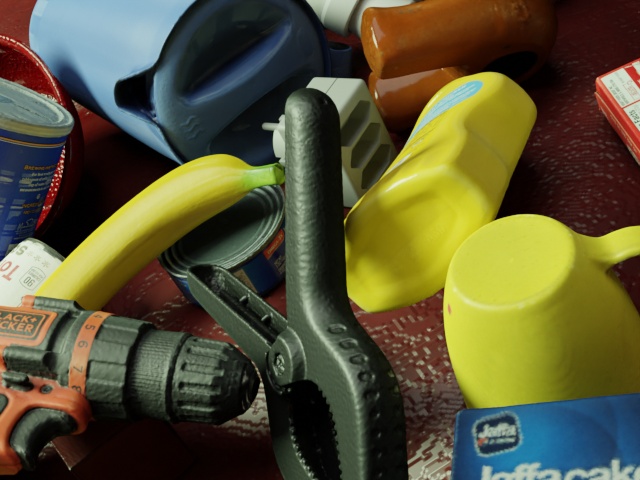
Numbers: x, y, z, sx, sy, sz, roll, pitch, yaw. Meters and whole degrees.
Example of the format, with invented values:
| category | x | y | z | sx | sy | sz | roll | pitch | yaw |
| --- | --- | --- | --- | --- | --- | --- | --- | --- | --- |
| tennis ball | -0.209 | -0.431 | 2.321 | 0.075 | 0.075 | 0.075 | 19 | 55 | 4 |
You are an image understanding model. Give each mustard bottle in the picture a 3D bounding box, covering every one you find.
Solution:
| category | x | y | z | sx | sy | sz | roll | pitch | yaw |
| --- | --- | --- | --- | --- | --- | --- | --- | --- | --- |
| mustard bottle | 0.070 | -0.042 | 0.572 | 0.096 | 0.058 | 0.191 | -46 | 5 | 35 |

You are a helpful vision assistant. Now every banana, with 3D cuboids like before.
| category | x | y | z | sx | sy | sz | roll | pitch | yaw |
| --- | --- | --- | --- | --- | --- | --- | --- | --- | --- |
| banana | -0.111 | 0.008 | 0.610 | 0.197 | 0.037 | 0.070 | -40 | 21 | -8 |

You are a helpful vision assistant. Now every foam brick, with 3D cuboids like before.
| category | x | y | z | sx | sy | sz | roll | pitch | yaw |
| --- | --- | --- | --- | --- | --- | --- | --- | --- | --- |
| foam brick | -0.112 | 0.099 | 0.564 | 0.051 | 0.053 | 0.078 | -40 | 39 | -12 |

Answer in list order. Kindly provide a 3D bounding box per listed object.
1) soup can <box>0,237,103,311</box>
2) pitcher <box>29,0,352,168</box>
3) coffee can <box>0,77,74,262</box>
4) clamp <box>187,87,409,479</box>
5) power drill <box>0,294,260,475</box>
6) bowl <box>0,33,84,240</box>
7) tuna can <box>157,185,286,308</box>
| category | x | y | z | sx | sy | sz | roll | pitch | yaw |
| --- | --- | --- | --- | --- | --- | --- | --- | --- | --- |
| soup can | -0.189 | 0.057 | 0.644 | 0.069 | 0.068 | 0.102 | 18 | 58 | 42 |
| pitcher | -0.103 | -0.132 | 0.762 | 0.243 | 0.149 | 0.145 | 26 | 79 | 49 |
| coffee can | -0.229 | -0.029 | 0.683 | 0.103 | 0.102 | 0.140 | 40 | 112 | 49 |
| clamp | -0.002 | 0.046 | 0.495 | 0.036 | 0.165 | 0.210 | -4 | 52 | -30 |
| power drill | -0.134 | 0.103 | 0.465 | 0.184 | 0.057 | 0.187 | 5 | 40 | 13 |
| bowl | -0.224 | -0.066 | 0.769 | 0.162 | 0.055 | 0.162 | 1 | 93 | 29 |
| tuna can | -0.054 | 0.001 | 0.649 | 0.086 | 0.033 | 0.086 | -17 | 40 | 15 |
